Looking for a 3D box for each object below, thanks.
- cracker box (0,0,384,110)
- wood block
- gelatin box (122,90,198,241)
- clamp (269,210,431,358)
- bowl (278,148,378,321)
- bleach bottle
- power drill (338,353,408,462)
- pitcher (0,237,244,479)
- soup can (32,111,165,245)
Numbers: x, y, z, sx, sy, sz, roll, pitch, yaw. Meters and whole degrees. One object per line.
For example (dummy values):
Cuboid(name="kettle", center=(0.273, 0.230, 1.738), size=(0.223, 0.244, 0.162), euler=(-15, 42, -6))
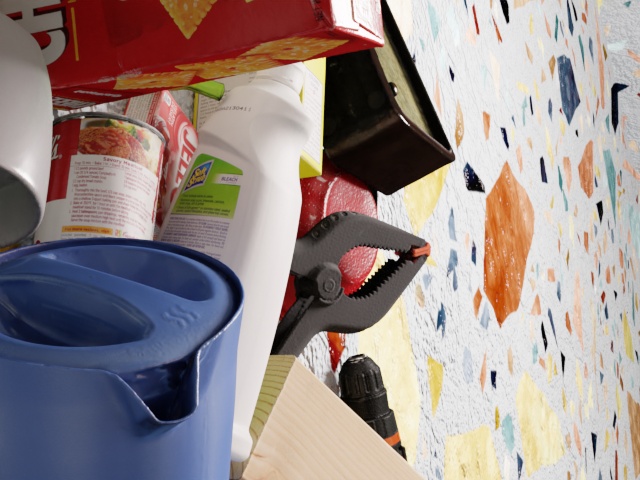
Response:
Cuboid(name="cracker box", center=(-0.082, -0.167, 0.567), size=(0.072, 0.214, 0.164), euler=(-2, 86, -64))
Cuboid(name="wood block", center=(-0.003, 0.174, 0.737), size=(0.206, 0.090, 0.090), euler=(46, 56, -32))
Cuboid(name="gelatin box", center=(-0.107, -0.046, 0.707), size=(0.073, 0.030, 0.089), euler=(57, 36, -47))
Cuboid(name="clamp", center=(-0.006, 0.043, 0.799), size=(0.209, 0.036, 0.164), euler=(-10, 100, -31))
Cuboid(name="bowl", center=(0.003, -0.009, 0.873), size=(0.161, 0.055, 0.162), euler=(13, 75, -57))
Cuboid(name="bleach bottle", center=(-0.054, 0.001, 0.657), size=(0.068, 0.103, 0.251), euler=(34, 69, -48))
Cuboid(name="power drill", center=(0.024, 0.205, 0.907), size=(0.187, 0.057, 0.184), euler=(-24, 103, -64))
Cuboid(name="pitcher", center=(-0.110, 0.124, 0.514), size=(0.149, 0.145, 0.243), euler=(-64, 159, -66))
Cuboid(name="soup can", center=(-0.127, -0.013, 0.609), size=(0.068, 0.069, 0.102), euler=(37, 52, -59))
